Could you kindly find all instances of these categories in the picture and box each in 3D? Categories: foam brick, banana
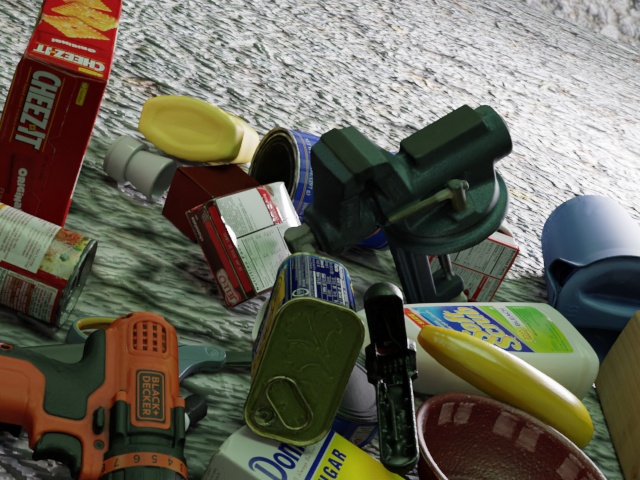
[{"bbox_3d":[-0.098,-0.035,0.990,0.053,0.051,0.078,40,29,29],"label":"foam brick"},{"bbox_3d":[0.160,0.124,0.851,0.197,0.037,0.070,36,-24,-29],"label":"banana"}]

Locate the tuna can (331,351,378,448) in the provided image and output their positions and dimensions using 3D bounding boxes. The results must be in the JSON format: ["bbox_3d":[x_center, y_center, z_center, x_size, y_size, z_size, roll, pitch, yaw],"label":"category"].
[{"bbox_3d":[0.011,0.114,0.796,0.086,0.034,0.086,23,29,-14],"label":"tuna can"}]

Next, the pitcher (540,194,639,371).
[{"bbox_3d":[0.307,0.043,1.130,0.145,0.149,0.242,-9,19,9],"label":"pitcher"}]

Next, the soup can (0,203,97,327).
[{"bbox_3d":[-0.219,0.012,0.759,0.102,0.069,0.068,22,24,-4],"label":"soup can"}]

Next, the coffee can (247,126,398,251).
[{"bbox_3d":[0.011,-0.049,1.057,0.140,0.103,0.103,9,28,-30],"label":"coffee can"}]

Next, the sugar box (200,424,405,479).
[{"bbox_3d":[0.019,0.176,0.675,0.176,0.048,0.093,33,25,16],"label":"sugar box"}]

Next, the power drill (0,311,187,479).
[{"bbox_3d":[-0.165,0.113,0.587,0.187,0.057,0.184,11,47,-21],"label":"power drill"}]

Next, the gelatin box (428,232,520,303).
[{"bbox_3d":[0.146,0.019,1.080,0.089,0.073,0.030,19,25,-12],"label":"gelatin box"}]

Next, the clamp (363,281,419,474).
[{"bbox_3d":[0.050,0.094,0.735,0.039,0.120,0.171,0,-7,7],"label":"clamp"}]

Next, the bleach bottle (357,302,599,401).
[{"bbox_3d":[0.115,0.097,0.909,0.250,0.068,0.103,4,34,-34],"label":"bleach bottle"}]

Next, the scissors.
[{"bbox_3d":[-0.085,0.097,0.777,0.201,0.016,0.096,15,27,-20],"label":"scissors"}]

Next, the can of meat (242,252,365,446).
[{"bbox_3d":[-0.012,0.068,0.697,0.057,0.102,0.084,16,20,-9],"label":"can of meat"}]

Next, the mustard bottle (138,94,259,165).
[{"bbox_3d":[-0.113,-0.106,1.075,0.096,0.058,0.191,15,4,6],"label":"mustard bottle"}]

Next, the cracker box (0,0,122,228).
[{"bbox_3d":[-0.222,-0.106,0.879,0.072,0.164,0.214,16,25,-14],"label":"cracker box"}]

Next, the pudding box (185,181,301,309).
[{"bbox_3d":[-0.056,0.001,0.921,0.113,0.039,0.090,-22,88,-56],"label":"pudding box"}]

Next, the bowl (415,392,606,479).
[{"bbox_3d":[0.129,0.180,0.758,0.162,0.055,0.162,20,24,-10],"label":"bowl"}]
